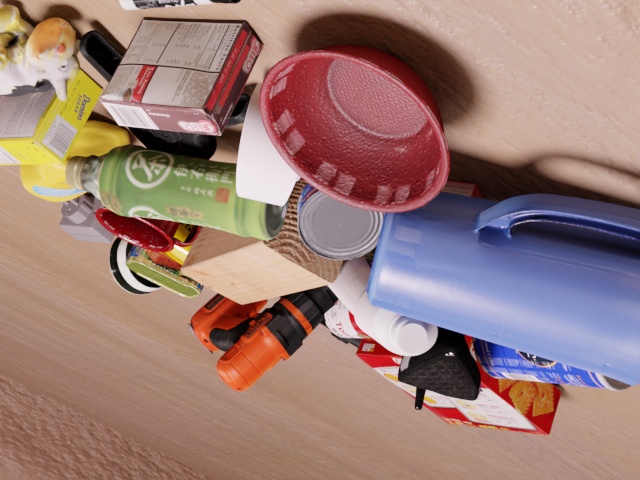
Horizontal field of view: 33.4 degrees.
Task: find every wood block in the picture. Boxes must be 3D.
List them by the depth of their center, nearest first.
[{"bbox_3d":[-0.057,0.002,1.146,0.090,0.090,0.206,31,157,-22],"label":"wood block"}]

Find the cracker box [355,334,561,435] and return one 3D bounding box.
[{"bbox_3d":[0.176,0.166,1.341,0.164,0.072,0.213,-2,147,46],"label":"cracker box"}]

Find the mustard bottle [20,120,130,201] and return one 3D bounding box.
[{"bbox_3d":[-0.281,-0.081,1.186,0.096,0.058,0.192,-8,174,-27],"label":"mustard bottle"}]

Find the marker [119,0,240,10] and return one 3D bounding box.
[{"bbox_3d":[-0.108,-0.192,0.831,0.121,0.020,0.020,6,154,35],"label":"marker"}]

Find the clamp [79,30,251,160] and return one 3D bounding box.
[{"bbox_3d":[-0.134,-0.114,1.014,0.164,0.036,0.210,22,161,9],"label":"clamp"}]

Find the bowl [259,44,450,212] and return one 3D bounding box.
[{"bbox_3d":[0.035,-0.098,0.837,0.162,0.055,0.162,20,144,16],"label":"bowl"}]

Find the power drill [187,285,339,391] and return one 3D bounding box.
[{"bbox_3d":[-0.068,0.087,1.253,0.057,0.184,0.188,54,164,-19],"label":"power drill"}]

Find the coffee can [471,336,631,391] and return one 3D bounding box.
[{"bbox_3d":[0.237,0.092,1.059,0.141,0.102,0.102,-1,150,45],"label":"coffee can"}]

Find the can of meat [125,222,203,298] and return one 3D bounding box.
[{"bbox_3d":[-0.176,0.012,1.293,0.102,0.084,0.058,28,158,-14],"label":"can of meat"}]

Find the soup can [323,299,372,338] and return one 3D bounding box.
[{"bbox_3d":[0.059,0.081,1.256,0.068,0.068,0.102,35,156,-30],"label":"soup can"}]

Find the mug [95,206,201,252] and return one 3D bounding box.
[{"bbox_3d":[-0.179,-0.039,1.178,0.117,0.081,0.093,34,156,-28],"label":"mug"}]

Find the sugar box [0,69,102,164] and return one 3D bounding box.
[{"bbox_3d":[-0.308,-0.124,1.085,0.177,0.093,0.048,2,149,43],"label":"sugar box"}]

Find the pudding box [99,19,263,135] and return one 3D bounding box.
[{"bbox_3d":[-0.114,-0.136,0.874,0.114,0.090,0.039,10,154,30],"label":"pudding box"}]

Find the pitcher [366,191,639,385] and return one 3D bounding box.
[{"bbox_3d":[0.168,0.024,0.897,0.243,0.149,0.145,14,-171,4],"label":"pitcher"}]

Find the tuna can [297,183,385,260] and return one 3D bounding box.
[{"bbox_3d":[0.020,-0.025,1.024,0.086,0.034,0.086,-1,124,-2],"label":"tuna can"}]

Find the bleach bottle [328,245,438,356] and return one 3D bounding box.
[{"bbox_3d":[0.068,0.063,1.052,0.102,0.068,0.251,28,-173,-14],"label":"bleach bottle"}]
